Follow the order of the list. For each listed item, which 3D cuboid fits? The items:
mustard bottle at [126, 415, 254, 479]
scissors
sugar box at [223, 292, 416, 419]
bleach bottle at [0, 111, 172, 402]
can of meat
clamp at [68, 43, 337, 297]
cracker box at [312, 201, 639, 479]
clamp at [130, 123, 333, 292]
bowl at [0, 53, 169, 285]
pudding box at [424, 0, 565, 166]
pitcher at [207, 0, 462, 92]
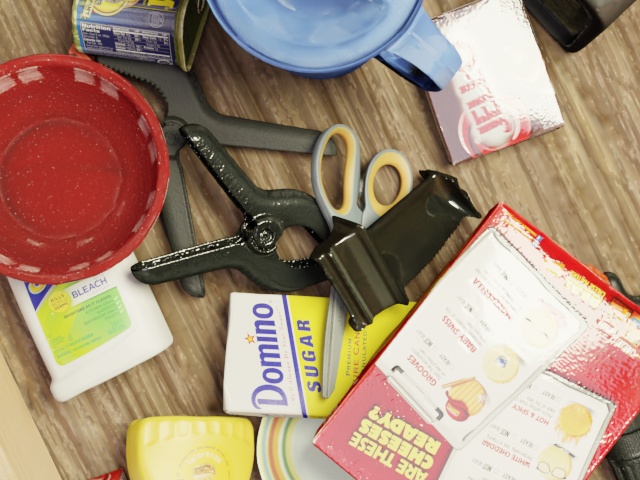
[{"bbox_3d":[-0.098,0.230,0.801,0.096,0.058,0.191,6,75,-30],"label":"mustard bottle"},{"bbox_3d":[0.033,0.012,0.806,0.096,0.016,0.202,-4,88,-30],"label":"scissors"},{"bbox_3d":[0.016,0.091,0.818,0.176,0.048,0.093,3,77,-1],"label":"sugar box"},{"bbox_3d":[-0.211,-0.010,0.818,0.102,0.068,0.251,-27,91,1],"label":"bleach bottle"},{"bbox_3d":[-0.130,-0.178,0.788,0.084,0.057,0.102,8,55,4],"label":"can of meat"},{"bbox_3d":[-0.102,-0.083,0.821,0.164,0.036,0.210,-40,96,3],"label":"clamp"},{"bbox_3d":[0.122,0.106,0.754,0.164,0.072,0.213,38,88,5],"label":"cracker box"},{"bbox_3d":[-0.055,0.001,0.796,0.171,0.039,0.120,28,97,-23],"label":"clamp"},{"bbox_3d":[-0.189,-0.048,0.761,0.162,0.055,0.162,1,85,-7],"label":"bowl"},{"bbox_3d":[0.123,-0.123,0.810,0.090,0.039,0.113,-20,93,3],"label":"pudding box"},{"bbox_3d":[0.007,-0.162,0.708,0.145,0.243,0.149,-7,94,2],"label":"pitcher"}]
